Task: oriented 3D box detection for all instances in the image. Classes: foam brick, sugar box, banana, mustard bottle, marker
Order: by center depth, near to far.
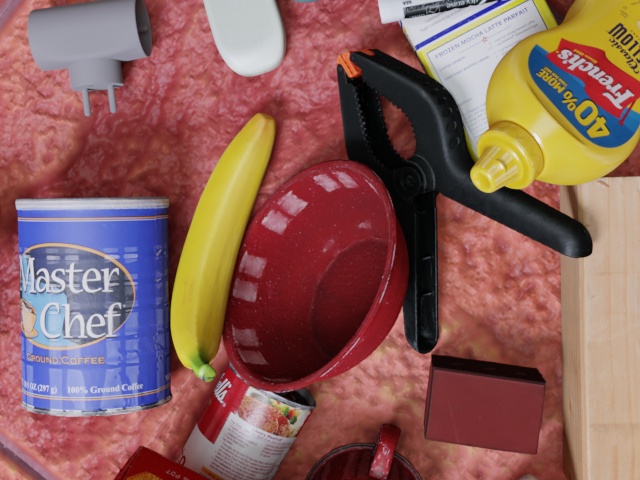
[{"bbox_3d":[0.158,-0.090,0.654,0.191,0.058,0.096,-40,87,-25],"label":"mustard bottle"},{"bbox_3d":[0.098,-0.161,0.693,0.121,0.020,0.020,-9,92,6],"label":"marker"},{"bbox_3d":[0.116,-0.127,0.725,0.093,0.048,0.176,-26,86,6],"label":"sugar box"},{"bbox_3d":[0.111,0.112,0.731,0.078,0.053,0.051,7,93,5],"label":"foam brick"},{"bbox_3d":[-0.068,0.008,0.731,0.037,0.070,0.197,27,62,-35],"label":"banana"}]

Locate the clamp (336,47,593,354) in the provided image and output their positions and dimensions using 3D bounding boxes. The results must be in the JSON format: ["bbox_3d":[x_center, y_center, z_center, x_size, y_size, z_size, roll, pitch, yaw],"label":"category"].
[{"bbox_3d":[0.067,-0.033,0.719,0.210,0.036,0.165,56,132,15],"label":"clamp"}]

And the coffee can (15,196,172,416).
[{"bbox_3d":[-0.154,0.040,0.729,0.103,0.102,0.140,0,93,6],"label":"coffee can"}]

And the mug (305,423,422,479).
[{"bbox_3d":[0.032,0.182,0.727,0.093,0.081,0.117,21,94,4],"label":"mug"}]

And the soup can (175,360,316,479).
[{"bbox_3d":[-0.056,0.141,0.742,0.068,0.068,0.102,29,95,4],"label":"soup can"}]

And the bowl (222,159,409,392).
[{"bbox_3d":[0.006,0.030,0.711,0.055,0.162,0.162,27,96,-38],"label":"bowl"}]
